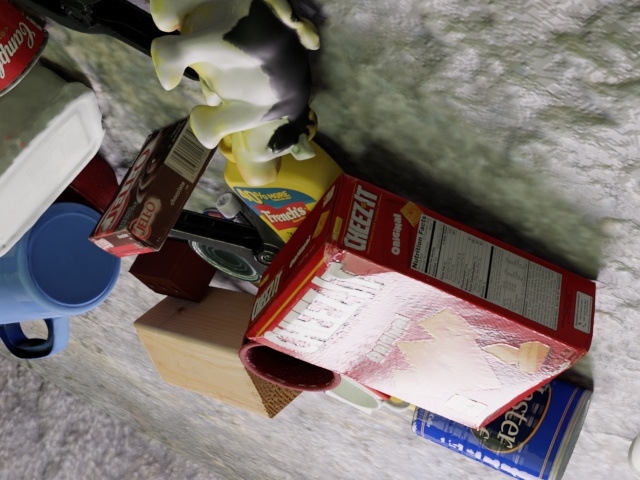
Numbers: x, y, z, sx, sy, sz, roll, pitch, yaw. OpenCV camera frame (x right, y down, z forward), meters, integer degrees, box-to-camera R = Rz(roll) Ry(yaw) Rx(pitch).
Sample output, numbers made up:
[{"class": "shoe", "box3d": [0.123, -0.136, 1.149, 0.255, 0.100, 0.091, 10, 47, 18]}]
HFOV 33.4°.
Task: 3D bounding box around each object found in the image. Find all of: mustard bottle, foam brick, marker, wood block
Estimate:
[{"class": "mustard bottle", "box3d": [-0.018, -0.038, 0.824, 0.096, 0.058, 0.191, 6, 150, 43]}, {"class": "foam brick", "box3d": [-0.164, 0.031, 1.193, 0.078, 0.051, 0.053, 8, 152, 43]}, {"class": "marker", "box3d": [-0.057, 0.001, 1.010, 0.020, 0.020, 0.121, 6, 145, 47]}, {"class": "wood block", "box3d": [-0.102, 0.114, 1.167, 0.207, 0.090, 0.090, 8, 129, 50]}]

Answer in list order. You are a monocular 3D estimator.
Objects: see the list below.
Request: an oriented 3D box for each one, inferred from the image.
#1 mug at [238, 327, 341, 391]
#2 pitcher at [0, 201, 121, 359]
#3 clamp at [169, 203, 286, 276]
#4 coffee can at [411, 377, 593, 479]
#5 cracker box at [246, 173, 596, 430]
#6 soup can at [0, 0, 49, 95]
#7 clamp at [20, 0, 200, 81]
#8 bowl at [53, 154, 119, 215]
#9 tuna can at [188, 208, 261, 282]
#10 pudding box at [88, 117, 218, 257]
[{"class": "mug", "box3d": [-0.026, 0.080, 0.958, 0.117, 0.081, 0.093, -17, 137, 44]}, {"class": "pitcher", "box3d": [-0.301, 0.033, 1.095, 0.149, 0.145, 0.243, 32, 158, -32]}, {"class": "clamp", "box3d": [-0.041, -0.003, 0.949, 0.209, 0.036, 0.165, 31, 147, -18]}, {"class": "coffee can", "box3d": [0.170, 0.162, 1.000, 0.140, 0.102, 0.103, 21, 159, 19]}, {"class": "cracker box", "box3d": [0.072, 0.056, 0.809, 0.213, 0.072, 0.164, 23, 144, -13]}, {"class": "soup can", "box3d": [-0.271, -0.169, 0.822, 0.102, 0.068, 0.069, 41, 156, -32]}, {"class": "clamp", "box3d": [-0.154, -0.168, 0.714, 0.172, 0.039, 0.120, 21, 156, 19]}, {"class": "bowl", "box3d": [-0.261, -0.062, 1.087, 0.162, 0.055, 0.162, 25, 160, 9]}, {"class": "tuna can", "box3d": [-0.087, 0.006, 1.057, 0.086, 0.033, 0.086, 25, 160, 10]}, {"class": "pudding box", "box3d": [-0.140, -0.042, 0.893, 0.039, 0.113, 0.090, 38, 158, -24]}]
